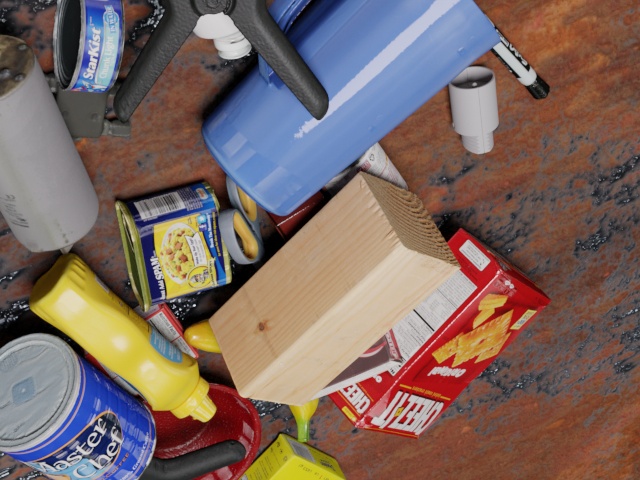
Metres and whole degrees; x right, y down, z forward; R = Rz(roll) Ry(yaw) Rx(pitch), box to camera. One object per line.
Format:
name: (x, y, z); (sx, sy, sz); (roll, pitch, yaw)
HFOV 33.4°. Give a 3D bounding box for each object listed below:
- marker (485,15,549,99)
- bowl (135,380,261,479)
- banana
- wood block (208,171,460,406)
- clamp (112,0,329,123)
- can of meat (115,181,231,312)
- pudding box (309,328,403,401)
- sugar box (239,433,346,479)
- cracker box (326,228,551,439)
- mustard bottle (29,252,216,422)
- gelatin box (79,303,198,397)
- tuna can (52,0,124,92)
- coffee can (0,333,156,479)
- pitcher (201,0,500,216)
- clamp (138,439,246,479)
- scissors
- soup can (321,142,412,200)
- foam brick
marker: (0.180, -0.170, 1.005); (0.020, 0.020, 0.121); (-46, 128, 8)
bowl: (-0.143, 0.192, 1.066); (0.162, 0.055, 0.162); (-12, 125, -18)
banana: (-0.056, 0.123, 1.060); (0.037, 0.069, 0.197); (-17, 131, 36)
wood block: (0.008, 0.047, 0.943); (0.206, 0.091, 0.090); (-43, 144, 23)
clamp: (-0.067, -0.174, 0.774); (0.164, 0.036, 0.210); (4, 122, -5)
can of meat: (-0.130, 0.004, 0.951); (0.083, 0.057, 0.102); (-16, 126, -17)
pudding box: (0.014, 0.096, 1.029); (0.114, 0.090, 0.039); (-27, 157, 21)
sugar box: (-0.064, 0.299, 1.178); (0.093, 0.048, 0.176); (34, 101, -37)
cracker box: (0.121, 0.103, 1.089); (0.214, 0.072, 0.164); (-48, 150, 9)
mustard bottle: (-0.165, 0.094, 0.932); (0.191, 0.096, 0.058); (44, 86, -18)
gelatin box: (-0.171, 0.102, 1.012); (0.089, 0.030, 0.073); (-32, 127, -3)
tuna can: (-0.176, -0.155, 0.808); (0.033, 0.086, 0.086); (1, 120, -27)
coffee can: (-0.220, 0.156, 0.928); (0.103, 0.103, 0.140); (-36, 143, 0)
pitcher: (0.014, -0.141, 0.881); (0.243, 0.145, 0.149); (-42, 95, 9)
clamp: (-0.156, 0.228, 1.022); (0.171, 0.039, 0.120); (16, 111, -32)
scissors: (-0.057, 0.001, 0.999); (0.016, 0.096, 0.201); (-8, 160, 12)
soup can: (0.039, -0.052, 0.986); (0.068, 0.068, 0.102); (-38, 128, 2)
foam brick: (-0.016, -0.019, 0.985); (0.051, 0.053, 0.078); (-33, 138, -1)
